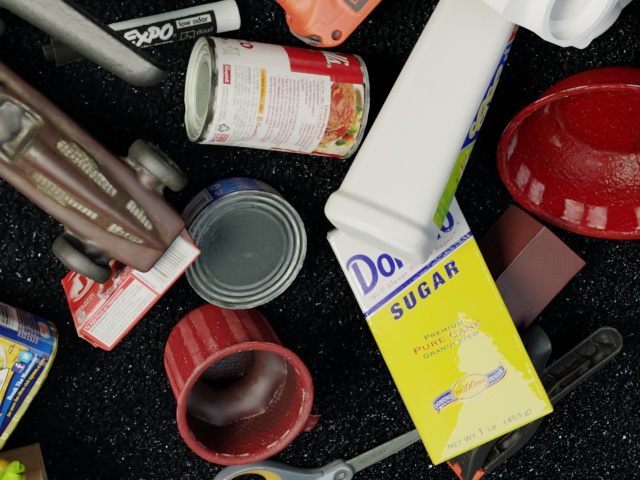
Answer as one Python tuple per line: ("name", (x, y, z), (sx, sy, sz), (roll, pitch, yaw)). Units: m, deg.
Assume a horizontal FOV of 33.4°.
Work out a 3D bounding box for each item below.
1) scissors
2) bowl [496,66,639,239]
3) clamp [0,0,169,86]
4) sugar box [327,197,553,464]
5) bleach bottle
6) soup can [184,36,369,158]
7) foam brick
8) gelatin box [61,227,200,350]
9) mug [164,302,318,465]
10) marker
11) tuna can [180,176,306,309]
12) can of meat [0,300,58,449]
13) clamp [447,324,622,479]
("scissors", (-0.001, 0.173, 0.827), (0.202, 0.016, 0.096), (-38, 120, -1))
("bowl", (0.208, -0.070, 0.747), (0.162, 0.055, 0.162), (11, 146, 8))
("clamp", (-0.179, -0.152, 0.568), (0.210, 0.036, 0.164), (-9, 96, 4))
("sugar box", (0.081, 0.055, 0.741), (0.093, 0.048, 0.176), (-26, 93, 2))
("bleach bottle", (0.087, -0.111, 0.673), (0.068, 0.102, 0.251), (24, 87, 11))
("soup can", (-0.029, -0.089, 0.673), (0.102, 0.068, 0.068), (4, 111, -21))
("foam brick", (0.144, 0.022, 0.794), (0.053, 0.051, 0.078), (40, 95, -28))
("gelatin box", (-0.124, 0.017, 0.681), (0.089, 0.073, 0.030), (-47, 121, 4))
("mug", (-0.051, 0.098, 0.738), (0.117, 0.081, 0.093), (26, 102, -27))
("marker", (-0.109, -0.128, 0.654), (0.121, 0.020, 0.020), (-14, 117, -14))
("tuna can", (-0.055, 0.001, 0.722), (0.086, 0.034, 0.086), (-8, 115, -17))
("can of meat", (-0.228, 0.082, 0.682), (0.083, 0.057, 0.102), (28, 101, -30))
("clamp", (0.165, 0.126, 0.840), (0.120, 0.039, 0.172), (2, 133, -35))
